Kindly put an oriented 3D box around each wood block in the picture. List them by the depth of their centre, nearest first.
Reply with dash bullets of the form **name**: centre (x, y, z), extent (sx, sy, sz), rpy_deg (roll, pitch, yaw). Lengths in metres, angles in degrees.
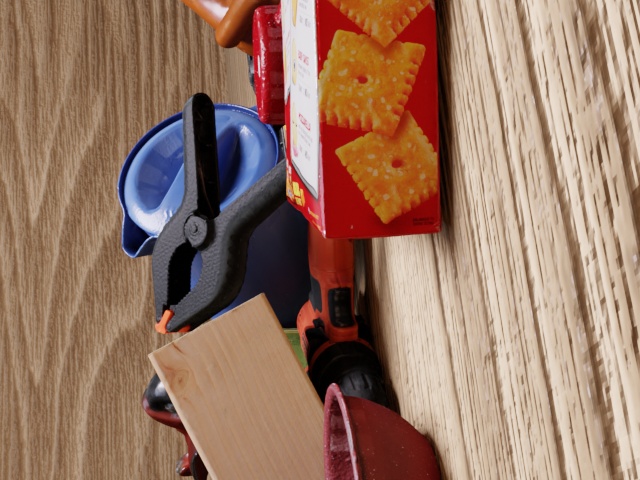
- **wood block**: centre (-0.033, 0.151, 0.754), extent (0.206, 0.090, 0.090), rpy_deg (61, 172, 3)

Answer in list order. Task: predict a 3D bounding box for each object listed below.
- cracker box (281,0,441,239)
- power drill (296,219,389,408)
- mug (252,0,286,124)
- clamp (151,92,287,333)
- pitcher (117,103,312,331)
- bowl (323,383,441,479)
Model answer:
- **cracker box**: centre (0.019, -0.118, 0.602), extent (0.164, 0.072, 0.214), rpy_deg (-132, 40, -78)
- **power drill**: centre (0.013, 0.028, 0.776), extent (0.184, 0.057, 0.188), rpy_deg (-121, 29, -69)
- **mug**: centre (-0.003, -0.129, 0.728), extent (0.117, 0.081, 0.093), rpy_deg (96, 169, -53)
- **clamp**: centre (-0.068, -0.009, 0.742), extent (0.120, 0.039, 0.171), rpy_deg (23, 103, 42)
- **pitcher**: centre (-0.056, 0.001, 0.912), extent (0.242, 0.149, 0.145), rpy_deg (64, -159, -51)
- **bowl**: centre (0.039, 0.163, 0.631), extent (0.162, 0.055, 0.162), rpy_deg (176, 90, -83)
